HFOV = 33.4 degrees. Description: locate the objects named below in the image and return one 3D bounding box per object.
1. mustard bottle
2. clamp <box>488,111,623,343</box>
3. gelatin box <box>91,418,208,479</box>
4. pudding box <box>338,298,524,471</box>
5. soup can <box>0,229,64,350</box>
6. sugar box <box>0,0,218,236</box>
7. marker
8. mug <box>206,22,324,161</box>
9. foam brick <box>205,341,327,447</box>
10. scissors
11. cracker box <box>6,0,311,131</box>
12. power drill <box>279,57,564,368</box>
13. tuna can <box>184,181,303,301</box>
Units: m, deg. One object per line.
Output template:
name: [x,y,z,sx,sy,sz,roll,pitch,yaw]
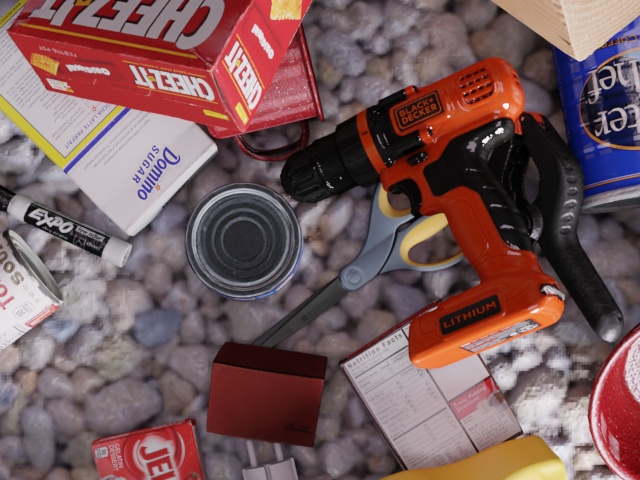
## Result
mustard bottle: [0.069,0.195,0.710,0.191,0.058,0.096,-11,121,-17]
clamp: [0.156,-0.005,0.733,0.120,0.039,0.171,3,93,42]
gelatin box: [-0.116,0.177,0.757,0.073,0.030,0.089,-12,85,-2]
pudding box: [0.078,0.111,0.761,0.090,0.039,0.113,-31,83,-2]
soup can: [-0.241,0.048,0.751,0.102,0.068,0.068,-36,86,-4]
sugar box: [-0.168,-0.095,0.777,0.093,0.048,0.176,-45,90,-4]
marker: [-0.196,-0.013,0.781,0.121,0.020,0.020,24,85,2]
mug: [-0.044,-0.110,0.764,0.081,0.093,0.117,-13,121,3]
foam brick: [-0.037,0.107,0.749,0.078,0.051,0.053,9,102,0]
scissors: [0.023,0.006,0.781,0.201,0.016,0.096,-21,88,-3]
cracker box: [-0.085,-0.190,0.716,0.164,0.072,0.213,14,64,25]
power drill: [0.071,-0.013,0.724,0.185,0.057,0.188,-24,70,21]
tuna can: [-0.055,0.001,0.773,0.086,0.034,0.086,0,84,0]
